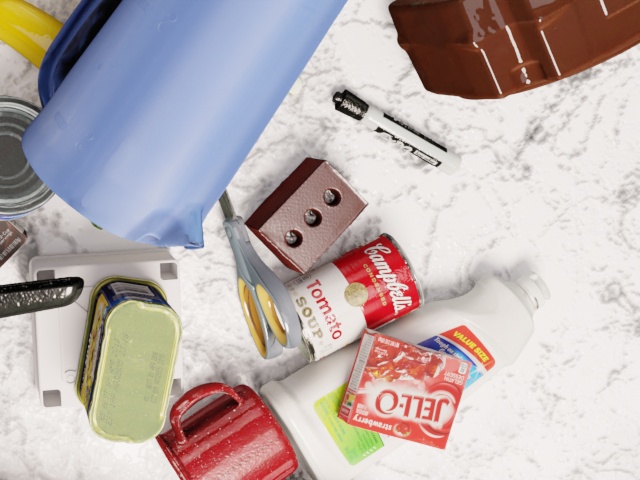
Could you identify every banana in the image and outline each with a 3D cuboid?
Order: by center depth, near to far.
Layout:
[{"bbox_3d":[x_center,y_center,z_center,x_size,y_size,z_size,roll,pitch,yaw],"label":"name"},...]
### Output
[{"bbox_3d":[-0.183,-0.106,0.784,0.069,0.037,0.198,-31,105,-11],"label":"banana"}]

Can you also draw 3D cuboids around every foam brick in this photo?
[{"bbox_3d":[-0.012,-0.020,0.840,0.053,0.051,0.078,44,84,-17],"label":"foam brick"}]

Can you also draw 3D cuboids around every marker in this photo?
[{"bbox_3d":[0.062,-0.089,0.869,0.121,0.020,0.020,28,89,-18],"label":"marker"}]

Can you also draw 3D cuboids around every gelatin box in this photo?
[{"bbox_3d":[0.066,0.116,0.827,0.089,0.030,0.073,19,87,-20],"label":"gelatin box"}]

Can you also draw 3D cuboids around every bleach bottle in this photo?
[{"bbox_3d":[0.080,0.097,0.880,0.250,0.068,0.102,-33,106,-12],"label":"bleach bottle"}]

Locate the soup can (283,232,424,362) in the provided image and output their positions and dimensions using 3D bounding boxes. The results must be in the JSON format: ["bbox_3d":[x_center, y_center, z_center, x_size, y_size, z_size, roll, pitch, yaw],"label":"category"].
[{"bbox_3d":[0.022,0.046,0.851,0.102,0.069,0.068,-26,104,-11],"label":"soup can"}]

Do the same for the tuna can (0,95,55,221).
[{"bbox_3d":[-0.222,-0.058,0.747,0.086,0.034,0.086,2,85,-25],"label":"tuna can"}]

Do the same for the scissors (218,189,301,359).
[{"bbox_3d":[-0.055,0.001,0.812,0.016,0.096,0.202,-21,107,-24],"label":"scissors"}]

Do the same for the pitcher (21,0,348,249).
[{"bbox_3d":[-0.082,-0.128,0.689,0.149,0.145,0.243,33,107,-17],"label":"pitcher"}]

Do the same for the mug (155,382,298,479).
[{"bbox_3d":[-0.075,0.156,0.824,0.081,0.093,0.117,-32,122,-15],"label":"mug"}]

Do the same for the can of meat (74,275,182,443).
[{"bbox_3d":[-0.133,0.082,0.740,0.057,0.084,0.102,9,95,-18],"label":"can of meat"}]
